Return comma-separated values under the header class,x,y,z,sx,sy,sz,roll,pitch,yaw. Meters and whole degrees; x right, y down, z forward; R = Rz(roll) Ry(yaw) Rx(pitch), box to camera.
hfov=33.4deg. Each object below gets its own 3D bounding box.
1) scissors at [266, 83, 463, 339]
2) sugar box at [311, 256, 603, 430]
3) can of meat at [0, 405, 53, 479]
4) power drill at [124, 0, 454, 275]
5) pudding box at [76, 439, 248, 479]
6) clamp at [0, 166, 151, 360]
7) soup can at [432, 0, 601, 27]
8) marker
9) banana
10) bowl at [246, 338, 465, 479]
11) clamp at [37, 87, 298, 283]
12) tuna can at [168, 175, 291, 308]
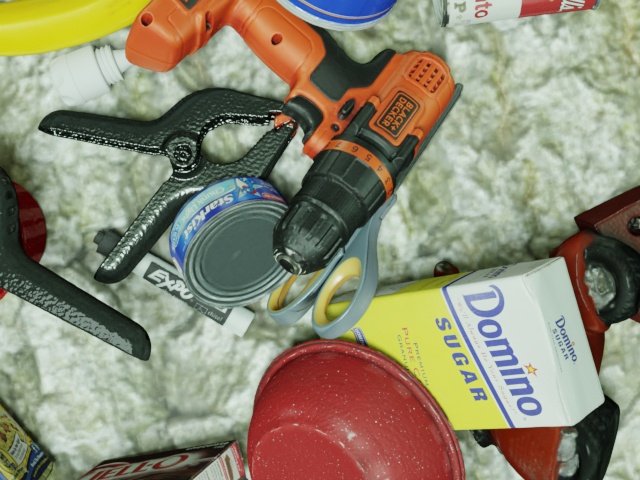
class,x,y,z,sx,sy,sz,roll,pitch,yaw
scissors,0.042,-0.014,0.696,0.202,0.096,0.016,-46,124,6
sugar box,0.080,0.070,0.666,0.177,0.048,0.093,-13,96,47
can of meat,-0.227,0.144,0.699,0.057,0.102,0.084,-40,95,2
power drill,-0.027,-0.090,0.668,0.187,0.057,0.184,38,59,-2
pudding box,-0.115,0.167,0.689,0.114,0.090,0.039,-11,98,22
clamp,-0.204,0.013,0.636,0.164,0.036,0.210,-18,90,-7
soup can,0.124,-0.176,0.686,0.102,0.068,0.068,-7,95,1
marker,-0.101,0.027,0.729,0.121,0.020,0.020,31,94,-2
banana,-0.163,-0.155,0.690,0.198,0.069,0.037,-18,55,20
bowl,0.008,0.147,0.680,0.162,0.055,0.162,12,114,29
clamp,-0.093,-0.043,0.708,0.171,0.039,0.120,-13,91,-1
tuna can,-0.055,0.001,0.696,0.086,0.034,0.086,-17,133,-19
